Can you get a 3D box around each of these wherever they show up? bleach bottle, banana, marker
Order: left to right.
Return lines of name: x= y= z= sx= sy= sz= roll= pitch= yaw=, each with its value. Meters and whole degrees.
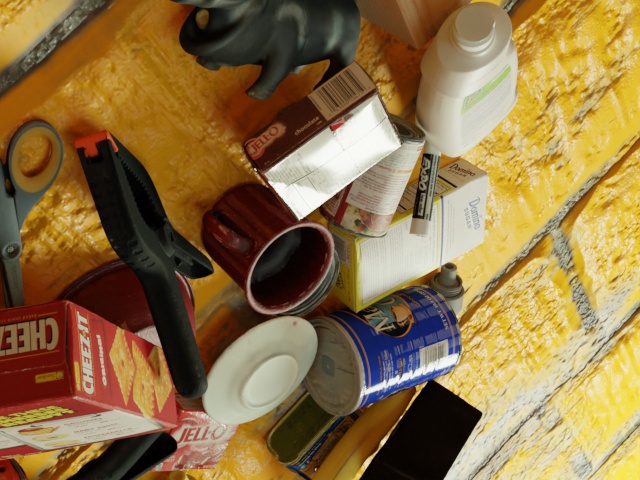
banana: x=0.033 y=0.230 z=1.138 sx=0.198 sy=0.037 sz=0.069 roll=-56 pitch=164 yaw=9
marker: x=0.104 y=-0.064 z=1.028 sx=0.020 sy=0.020 sz=0.121 roll=14 pitch=84 yaw=-48
bleach bottle: x=0.128 y=-0.144 z=0.896 sx=0.102 sy=0.068 sz=0.251 roll=-46 pitch=170 yaw=-3

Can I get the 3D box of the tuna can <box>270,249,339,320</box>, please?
tuna can: x=-0.026 y=0.031 z=1.007 sx=0.086 sy=0.034 sz=0.086 roll=-25 pitch=136 yaw=-27

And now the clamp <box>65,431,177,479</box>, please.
clamp: x=-0.186 y=0.201 z=0.916 sx=0.171 sy=0.039 sz=0.120 roll=-38 pitch=157 yaw=-31

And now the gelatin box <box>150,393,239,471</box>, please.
gelatin box: x=-0.125 y=0.188 z=1.045 sx=0.089 sy=0.030 sz=0.073 roll=12 pitch=112 yaw=-48

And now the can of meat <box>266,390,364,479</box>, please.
can of meat: x=0.000 y=0.214 z=1.165 sx=0.102 sy=0.058 sz=0.083 roll=-47 pitch=139 yaw=-4

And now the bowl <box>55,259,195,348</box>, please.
bowl: x=-0.164 y=0.095 z=0.912 sx=0.161 sy=0.055 sz=0.162 roll=-24 pitch=135 yaw=-27

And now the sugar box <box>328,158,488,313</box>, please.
sugar box: x=0.091 y=-0.007 z=1.079 sx=0.176 sy=0.048 sz=0.093 roll=-28 pitch=134 yaw=-29

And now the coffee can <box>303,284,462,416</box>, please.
coffee can: x=0.061 y=0.111 z=1.100 sx=0.140 sy=0.103 sz=0.103 roll=-15 pitch=130 yaw=-35

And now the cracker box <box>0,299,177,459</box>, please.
cracker box: x=-0.211 y=0.104 z=0.755 sx=0.164 sy=0.072 sz=0.213 roll=-11 pitch=163 yaw=7

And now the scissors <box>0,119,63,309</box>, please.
scissors: x=-0.220 y=-0.011 z=0.802 sx=0.096 sy=0.016 sz=0.202 roll=-33 pitch=139 yaw=-20

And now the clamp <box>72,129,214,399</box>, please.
clamp: x=-0.130 y=0.010 z=0.821 sx=0.036 sy=0.164 sz=0.210 roll=-18 pitch=132 yaw=8

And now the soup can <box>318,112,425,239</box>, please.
soup can: x=0.047 y=-0.062 z=0.975 sx=0.068 sy=0.069 sz=0.102 roll=0 pitch=120 yaw=-44

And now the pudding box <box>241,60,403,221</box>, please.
pudding box: x=0.003 y=-0.076 z=0.843 sx=0.113 sy=0.039 sz=0.090 roll=-35 pitch=151 yaw=1

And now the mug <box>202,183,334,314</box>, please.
mug: x=-0.056 y=0.001 z=0.916 sx=0.117 sy=0.082 sz=0.093 roll=18 pitch=108 yaw=-49
